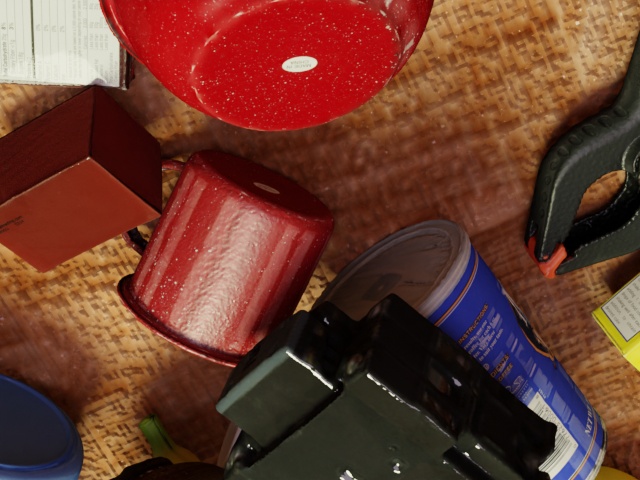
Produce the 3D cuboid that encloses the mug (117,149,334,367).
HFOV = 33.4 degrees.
[{"bbox_3d":[-0.054,0.001,0.545,0.117,0.093,0.081,33,105,24],"label":"mug"}]

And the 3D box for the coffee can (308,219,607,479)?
[{"bbox_3d":[0.071,0.074,0.564,0.103,0.103,0.140,-35,109,11],"label":"coffee can"}]

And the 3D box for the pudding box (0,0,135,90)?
[{"bbox_3d":[-0.146,-0.121,0.511,0.113,0.039,0.090,4,112,-3],"label":"pudding box"}]

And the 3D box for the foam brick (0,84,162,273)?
[{"bbox_3d":[-0.123,-0.029,0.524,0.078,0.051,0.053,-23,137,22],"label":"foam brick"}]

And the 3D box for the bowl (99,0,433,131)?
[{"bbox_3d":[-0.015,-0.097,0.471,0.162,0.055,0.162,-9,151,-5],"label":"bowl"}]
